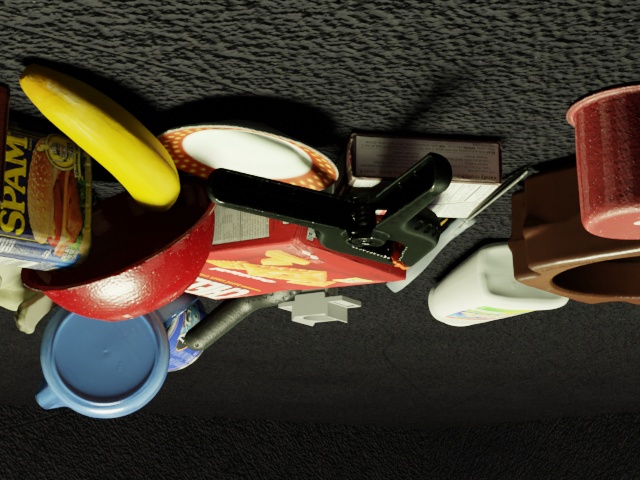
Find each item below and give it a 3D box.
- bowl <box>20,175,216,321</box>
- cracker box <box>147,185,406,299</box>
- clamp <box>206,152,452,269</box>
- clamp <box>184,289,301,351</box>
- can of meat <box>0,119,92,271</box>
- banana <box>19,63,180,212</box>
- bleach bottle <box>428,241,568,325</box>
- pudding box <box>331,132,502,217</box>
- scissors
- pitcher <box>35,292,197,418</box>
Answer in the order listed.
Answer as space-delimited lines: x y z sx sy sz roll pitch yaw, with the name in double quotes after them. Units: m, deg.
-0.142 0.013 0.814 0.162 0.055 0.162 -18 -156 8 "bowl"
-0.056 0.001 0.923 0.214 0.072 0.164 -8 163 33 "cracker box"
0.040 -0.018 0.756 0.165 0.036 0.209 -4 164 27 "clamp"
-0.063 0.049 1.053 0.172 0.120 0.039 -23 124 39 "clamp"
-0.208 -0.031 0.740 0.058 0.102 0.083 -13 163 41 "can of meat"
-0.136 -0.058 0.719 0.070 0.037 0.197 13 163 13 "banana"
0.183 0.058 1.168 0.102 0.068 0.251 2 168 -7 "bleach bottle"
0.070 -0.047 0.799 0.113 0.039 0.090 1 165 -8 "pudding box"
0.108 -0.003 0.910 0.016 0.096 0.202 43 162 -1 "scissors"
-0.194 0.100 1.010 0.145 0.149 0.243 11 172 -10 "pitcher"
